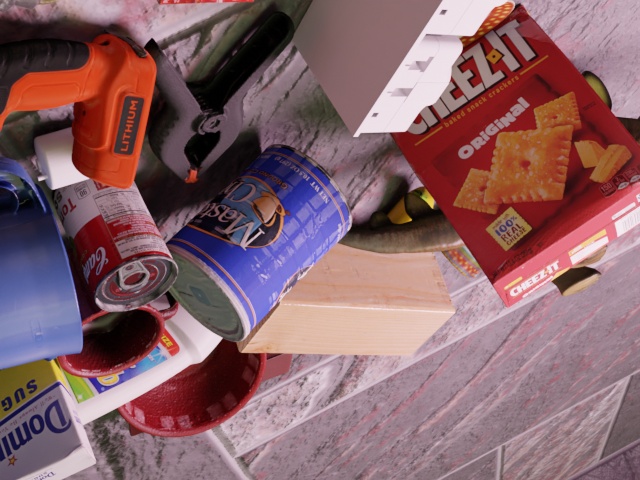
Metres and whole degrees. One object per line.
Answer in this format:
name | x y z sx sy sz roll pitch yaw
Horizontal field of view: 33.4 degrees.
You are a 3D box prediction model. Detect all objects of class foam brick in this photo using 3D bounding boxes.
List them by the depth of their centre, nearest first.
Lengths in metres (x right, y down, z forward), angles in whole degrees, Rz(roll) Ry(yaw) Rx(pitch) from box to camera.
foam brick | -0.077 0.128 1.201 0.078 0.051 0.053 -18 149 -23

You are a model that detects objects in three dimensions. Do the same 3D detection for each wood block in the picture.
wood block | 0.018 0.054 1.066 0.205 0.090 0.091 5 142 -32

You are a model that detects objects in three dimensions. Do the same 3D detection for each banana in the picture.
banana | 0.064 -0.002 1.133 0.069 0.037 0.198 -7 149 -43

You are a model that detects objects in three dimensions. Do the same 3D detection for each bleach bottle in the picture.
bleach bottle | -0.191 0.097 0.974 0.250 0.102 0.068 -27 172 -20

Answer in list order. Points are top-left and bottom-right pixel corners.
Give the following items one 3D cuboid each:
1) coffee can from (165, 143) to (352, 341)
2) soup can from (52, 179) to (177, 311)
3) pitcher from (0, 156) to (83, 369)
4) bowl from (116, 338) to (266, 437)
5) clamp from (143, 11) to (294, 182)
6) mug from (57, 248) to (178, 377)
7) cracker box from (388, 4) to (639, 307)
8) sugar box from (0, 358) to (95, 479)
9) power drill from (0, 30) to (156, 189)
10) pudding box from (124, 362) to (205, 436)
coffee can | -0.056 0.001 0.902 0.140 0.103 0.103 -45 160 -25
soup can | -0.163 -0.004 0.841 0.068 0.102 0.068 -23 152 -13
pitcher | -0.303 0.039 0.767 0.242 0.149 0.145 -15 176 -22
bowl | -0.139 0.121 1.090 0.162 0.055 0.162 -12 124 -18
clamp | -0.097 -0.103 0.809 0.120 0.039 0.172 -8 145 -34
mug | -0.179 0.054 0.912 0.117 0.081 0.093 -13 142 -25
cracker box | 0.168 -0.076 0.920 0.164 0.214 0.072 -34 151 6
sugar box | -0.259 0.120 0.874 0.093 0.176 0.048 -25 152 -9
power drill | -0.204 -0.070 0.685 0.187 0.057 0.184 -5 120 -45
pudding box | -0.176 0.168 1.185 0.090 0.039 0.113 -20 151 -18
